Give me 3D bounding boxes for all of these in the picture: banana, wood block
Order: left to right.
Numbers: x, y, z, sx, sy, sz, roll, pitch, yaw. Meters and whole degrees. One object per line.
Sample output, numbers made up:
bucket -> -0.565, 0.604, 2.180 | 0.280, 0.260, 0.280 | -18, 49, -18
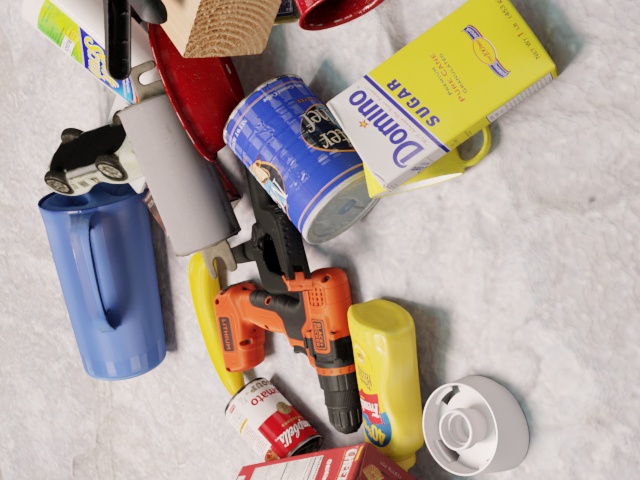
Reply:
wood block -> -0.126, -0.274, 1.020 | 0.206, 0.090, 0.091 | 55, 139, 32
banana -> -0.128, 0.093, 1.278 | 0.070, 0.037, 0.198 | -141, 38, -68

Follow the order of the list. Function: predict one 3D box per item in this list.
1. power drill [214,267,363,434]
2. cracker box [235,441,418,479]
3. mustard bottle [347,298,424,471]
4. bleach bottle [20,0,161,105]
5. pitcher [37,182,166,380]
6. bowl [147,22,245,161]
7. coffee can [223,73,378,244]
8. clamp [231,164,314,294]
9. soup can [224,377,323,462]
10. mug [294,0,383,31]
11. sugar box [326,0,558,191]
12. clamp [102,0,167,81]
power drill -> -0.031, 0.118, 1.191 | 0.188, 0.057, 0.184 | 1, 102, 41
cracker box -> 0.025, 0.293, 1.138 | 0.164, 0.072, 0.214 | 39, 142, -24
mustard bottle -> 0.071, 0.162, 1.096 | 0.096, 0.058, 0.191 | -146, 45, -62
bleach bottle -> -0.216, -0.204, 1.193 | 0.251, 0.068, 0.103 | 41, 150, -6
pitcher -> -0.267, 0.053, 1.339 | 0.145, 0.149, 0.243 | 10, 115, 42
bowl -> -0.118, -0.165, 1.100 | 0.055, 0.162, 0.162 | -22, 90, 7
coffee can -> -0.015, -0.081, 1.065 | 0.140, 0.102, 0.103 | 50, 134, 19
clamp -> -0.057, 0.001, 1.140 | 0.210, 0.036, 0.165 | -120, 33, -47
soup can -> -0.055, 0.217, 1.243 | 0.102, 0.068, 0.069 | 44, 131, 25
mug -> 0.019, -0.257, 0.983 | 0.117, 0.093, 0.081 | -25, 82, 21
sugar box -> 0.103, -0.129, 0.910 | 0.176, 0.048, 0.093 | -35, 78, 10
clamp -> -0.192, -0.240, 1.010 | 0.120, 0.039, 0.171 | -44, 56, 45
